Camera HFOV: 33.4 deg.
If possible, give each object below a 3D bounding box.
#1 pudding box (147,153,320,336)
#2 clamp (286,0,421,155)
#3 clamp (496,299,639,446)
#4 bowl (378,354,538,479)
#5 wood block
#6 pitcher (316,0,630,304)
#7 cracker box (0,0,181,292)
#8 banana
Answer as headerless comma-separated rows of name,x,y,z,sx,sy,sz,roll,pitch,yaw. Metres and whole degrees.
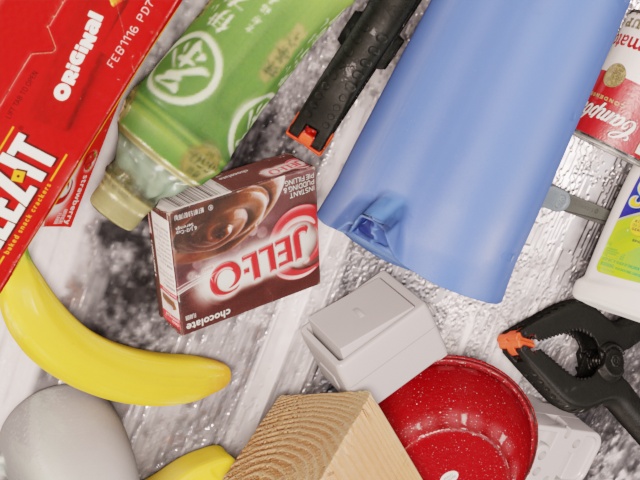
pudding box,-0.055,0.001,0.701,0.113,0.039,0.090,-19,121,-27
clamp,0.034,-0.129,0.657,0.039,0.120,0.171,32,98,6
clamp,0.244,0.094,0.909,0.209,0.036,0.164,21,71,-24
bowl,0.096,0.172,0.829,0.162,0.055,0.162,-1,111,-3
wood block,0.030,0.216,0.771,0.206,0.090,0.090,60,43,-23
pitcher,0.109,-0.091,0.687,0.144,0.149,0.243,22,99,-19
cracker box,-0.156,-0.093,0.491,0.072,0.214,0.164,28,97,-36
banana,-0.139,0.068,0.691,0.069,0.037,0.197,-48,127,-1
